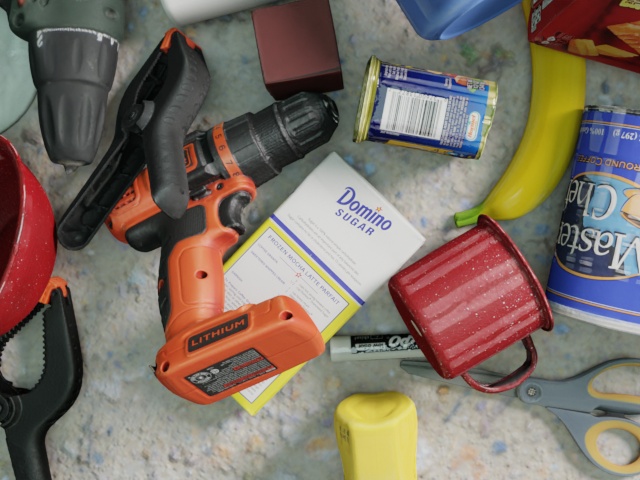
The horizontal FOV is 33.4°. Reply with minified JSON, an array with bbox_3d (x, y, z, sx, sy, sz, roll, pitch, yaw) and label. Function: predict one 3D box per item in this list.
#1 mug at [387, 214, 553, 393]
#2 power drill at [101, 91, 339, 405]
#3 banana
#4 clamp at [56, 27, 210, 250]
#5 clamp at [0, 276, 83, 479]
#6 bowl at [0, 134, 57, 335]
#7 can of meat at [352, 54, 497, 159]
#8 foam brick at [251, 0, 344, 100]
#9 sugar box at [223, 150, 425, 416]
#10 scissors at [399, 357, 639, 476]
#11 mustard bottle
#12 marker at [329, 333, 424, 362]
[{"bbox_3d":[0.105,0.052,0.731,0.081,0.093,0.117,-30,103,-4],"label":"mug"},{"bbox_3d":[-0.055,0.001,0.707,0.184,0.057,0.188,-27,52,15],"label":"power drill"},{"bbox_3d":[0.151,-0.096,0.747,0.069,0.037,0.198,14,96,1],"label":"banana"},{"bbox_3d":[-0.123,-0.068,0.727,0.120,0.171,0.039,-18,135,30],"label":"clamp"},{"bbox_3d":[-0.243,0.122,0.785,0.164,0.036,0.210,16,93,3],"label":"clamp"},{"bbox_3d":[-0.232,0.009,0.741,0.162,0.055,0.162,-18,62,37],"label":"bowl"},{"bbox_3d":[0.068,-0.087,0.720,0.084,0.102,0.057,11,95,-1],"label":"can of meat"},{"bbox_3d":[-0.014,-0.129,0.728,0.053,0.078,0.051,-10,89,2],"label":"foam brick"},{"bbox_3d":[-0.019,0.030,0.763,0.093,0.048,0.176,45,92,-1],"label":"sugar box"},{"bbox_3d":[0.162,0.128,0.777,0.202,0.016,0.096,-4,95,3],"label":"scissors"},{"bbox_3d":[0.046,0.208,0.749,0.058,0.096,0.191,-5,95,2],"label":"mustard bottle"},{"bbox_3d":[0.067,0.076,0.775,0.121,0.020,0.020,-3,95,2],"label":"marker"}]
